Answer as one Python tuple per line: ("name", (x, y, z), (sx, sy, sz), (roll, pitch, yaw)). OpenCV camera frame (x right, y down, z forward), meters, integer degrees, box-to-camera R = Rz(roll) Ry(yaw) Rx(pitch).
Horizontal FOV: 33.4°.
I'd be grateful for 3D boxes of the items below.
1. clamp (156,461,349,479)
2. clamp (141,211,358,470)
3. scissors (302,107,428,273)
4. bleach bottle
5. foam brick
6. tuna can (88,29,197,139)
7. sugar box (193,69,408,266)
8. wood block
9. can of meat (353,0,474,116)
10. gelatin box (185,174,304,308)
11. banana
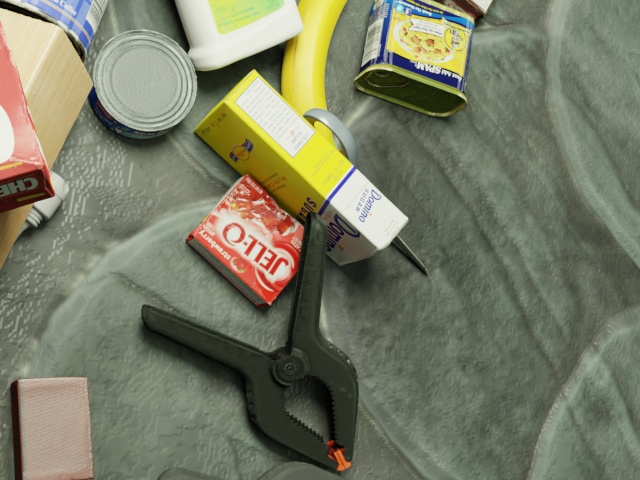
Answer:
("clamp", (-0.044, 0.235, 0.855), (0.171, 0.039, 0.120), (-2, 83, -23))
("clamp", (-0.039, 0.100, 0.869), (0.164, 0.036, 0.210), (-22, 102, -5))
("scissors", (0.038, -0.046, 0.912), (0.201, 0.096, 0.016), (40, 65, -8))
("bleach bottle", (-0.099, -0.273, 0.865), (0.102, 0.068, 0.251), (-26, 110, -19))
("foam brick", (-0.202, 0.141, 0.800), (0.051, 0.053, 0.078), (-2, 83, -23))
("tuna can", (-0.147, -0.127, 0.879), (0.086, 0.034, 0.086), (4, 79, -22))
("sugar box", (-0.018, -0.055, 0.887), (0.176, 0.093, 0.048), (45, 68, -9))
("wood block", (-0.258, -0.060, 0.777), (0.091, 0.090, 0.206), (18, 72, 11))
("can of meat", (0.088, -0.171, 0.971), (0.102, 0.058, 0.084), (16, 73, -20))
("gelatin box", (-0.056, 0.001, 0.896), (0.089, 0.030, 0.073), (43, 68, -10))
("banana", (-0.002, -0.166, 0.947), (0.069, 0.037, 0.198), (16, 76, -49))
